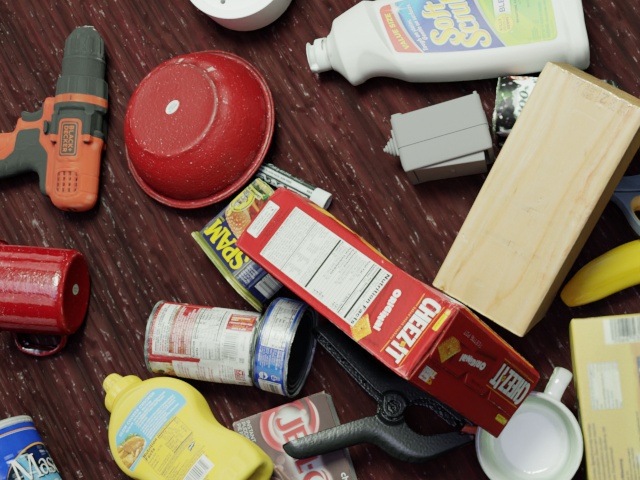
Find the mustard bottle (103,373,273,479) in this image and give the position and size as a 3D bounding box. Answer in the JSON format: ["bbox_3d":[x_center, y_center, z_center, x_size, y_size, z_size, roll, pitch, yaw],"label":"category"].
[{"bbox_3d":[-0.135,0.179,0.958,0.192,0.058,0.096,36,87,34],"label":"mustard bottle"}]

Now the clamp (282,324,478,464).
[{"bbox_3d":[0.052,0.156,0.928,0.171,0.039,0.120,22,75,4],"label":"clamp"}]

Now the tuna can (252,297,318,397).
[{"bbox_3d":[-0.031,0.095,0.951,0.034,0.086,0.086,12,83,15],"label":"tuna can"}]

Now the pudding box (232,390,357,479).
[{"bbox_3d":[-0.018,0.202,0.955,0.090,0.039,0.113,-21,77,8],"label":"pudding box"}]

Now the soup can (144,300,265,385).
[{"bbox_3d":[-0.101,0.094,0.975,0.102,0.068,0.068,6,82,12],"label":"soup can"}]

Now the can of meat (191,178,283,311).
[{"bbox_3d":[-0.056,0.001,0.973,0.084,0.057,0.102,-43,45,0],"label":"can of meat"}]

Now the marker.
[{"bbox_3d":[-0.045,-0.062,1.014,0.121,0.020,0.020,28,87,15],"label":"marker"}]

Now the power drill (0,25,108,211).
[{"bbox_3d":[-0.302,-0.121,1.058,0.188,0.057,0.184,1,81,12],"label":"power drill"}]

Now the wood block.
[{"bbox_3d":[0.187,-0.037,0.891,0.090,0.090,0.206,31,109,16],"label":"wood block"}]

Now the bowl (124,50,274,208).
[{"bbox_3d":[-0.127,-0.114,1.007,0.162,0.055,0.162,-6,74,20],"label":"bowl"}]

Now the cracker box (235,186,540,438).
[{"bbox_3d":[0.055,0.054,0.862,0.214,0.164,0.072,35,89,41],"label":"cracker box"}]

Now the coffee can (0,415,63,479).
[{"bbox_3d":[-0.279,0.246,0.970,0.103,0.102,0.140,-34,76,5],"label":"coffee can"}]

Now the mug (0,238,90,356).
[{"bbox_3d":[-0.269,0.058,1.014,0.081,0.093,0.117,4,113,8],"label":"mug"}]

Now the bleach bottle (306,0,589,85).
[{"bbox_3d":[0.112,-0.185,0.980,0.251,0.068,0.102,-10,78,13],"label":"bleach bottle"}]
